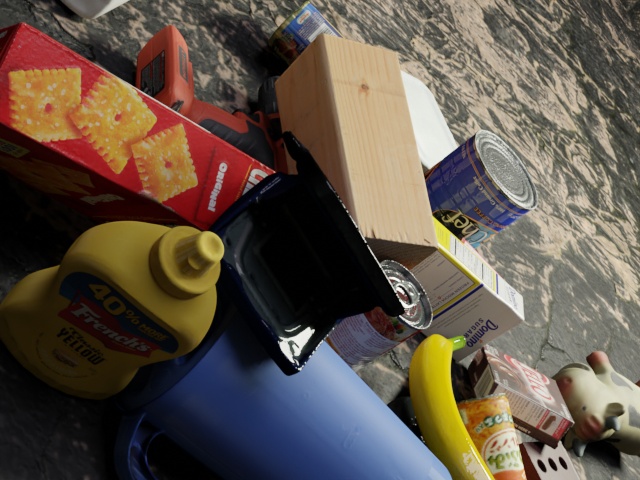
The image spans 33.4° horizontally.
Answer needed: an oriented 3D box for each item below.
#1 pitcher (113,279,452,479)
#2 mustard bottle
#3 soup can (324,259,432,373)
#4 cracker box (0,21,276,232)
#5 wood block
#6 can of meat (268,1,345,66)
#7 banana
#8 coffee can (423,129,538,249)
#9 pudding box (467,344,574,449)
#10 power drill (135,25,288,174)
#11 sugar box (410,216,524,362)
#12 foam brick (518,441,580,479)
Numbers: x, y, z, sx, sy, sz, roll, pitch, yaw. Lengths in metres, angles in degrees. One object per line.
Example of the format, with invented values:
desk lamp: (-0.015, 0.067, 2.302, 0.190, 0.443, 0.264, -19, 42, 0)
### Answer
pitcher: (-0.023, 0.144, 0.758, 0.242, 0.149, 0.145, 44, 13, -20)
mustard bottle: (-0.119, 0.037, 0.653, 0.096, 0.192, 0.058, 42, 46, -17)
soup can: (0.037, 0.072, 0.926, 0.068, 0.102, 0.068, 34, 35, -28)
cracker box: (-0.157, -0.060, 0.741, 0.213, 0.164, 0.072, 31, 75, -33)
wood block: (0.029, -0.071, 0.966, 0.090, 0.090, 0.206, 8, 60, -31)
can of meat: (-0.008, -0.212, 1.180, 0.084, 0.057, 0.102, 45, -7, -7)
banana: (0.113, 0.149, 0.926, 0.069, 0.037, 0.198, 8, 43, -13)
coffee can: (0.149, -0.038, 1.159, 0.102, 0.140, 0.103, 34, 35, -28)
pudding box: (0.198, 0.154, 1.072, 0.090, 0.039, 0.113, 27, 16, -4)
power drill: (-0.085, -0.123, 1.010, 0.187, 0.057, 0.184, 29, 37, -34)
sugar box: (0.114, 0.040, 1.076, 0.176, 0.093, 0.048, 39, 33, -23)
foam brick: (0.208, 0.230, 1.044, 0.078, 0.051, 0.053, 8, 51, -50)
